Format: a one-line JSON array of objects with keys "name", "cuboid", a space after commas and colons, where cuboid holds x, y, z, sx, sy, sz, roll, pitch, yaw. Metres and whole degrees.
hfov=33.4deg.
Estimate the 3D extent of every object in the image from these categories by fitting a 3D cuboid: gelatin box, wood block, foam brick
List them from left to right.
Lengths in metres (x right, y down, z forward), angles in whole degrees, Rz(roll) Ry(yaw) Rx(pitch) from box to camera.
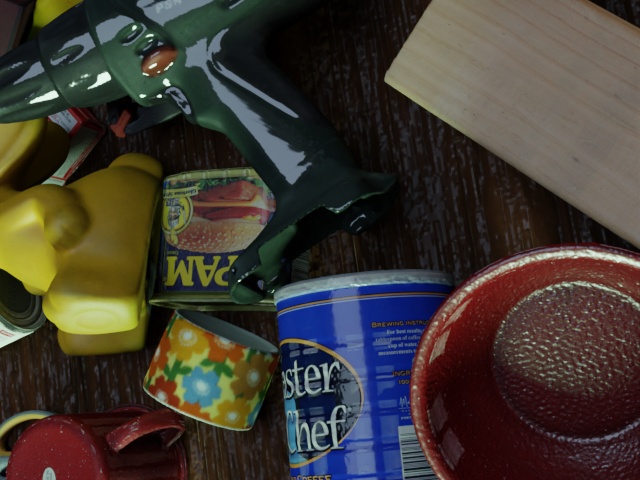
[{"name": "foam brick", "cuboid": [-0.247, -0.147, 0.778, 0.051, 0.053, 0.078, 19, 108, -11]}, {"name": "gelatin box", "cuboid": [-0.208, -0.072, 0.778, 0.073, 0.030, 0.089, 45, 104, 26]}, {"name": "wood block", "cuboid": [0.149, -0.061, 0.557, 0.206, 0.090, 0.090, 38, 100, 27]}]

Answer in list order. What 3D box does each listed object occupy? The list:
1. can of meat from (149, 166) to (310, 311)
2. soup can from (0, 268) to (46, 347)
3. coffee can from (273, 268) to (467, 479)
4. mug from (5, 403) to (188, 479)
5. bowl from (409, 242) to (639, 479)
[{"name": "can of meat", "cuboid": [-0.054, 0.001, 0.674, 0.102, 0.057, 0.084, -1, 80, 28]}, {"name": "soup can", "cuboid": [-0.255, 0.052, 0.764, 0.102, 0.068, 0.068, -25, 72, 22]}, {"name": "coffee can", "cuboid": [0.031, 0.093, 0.590, 0.103, 0.102, 0.140, -10, 78, 26]}, {"name": "mug", "cuboid": [-0.137, 0.145, 0.682, 0.117, 0.081, 0.093, -37, 68, 18]}, {"name": "bowl", "cuboid": [0.128, 0.071, 0.529, 0.162, 0.055, 0.162, 4, 108, 13]}]
